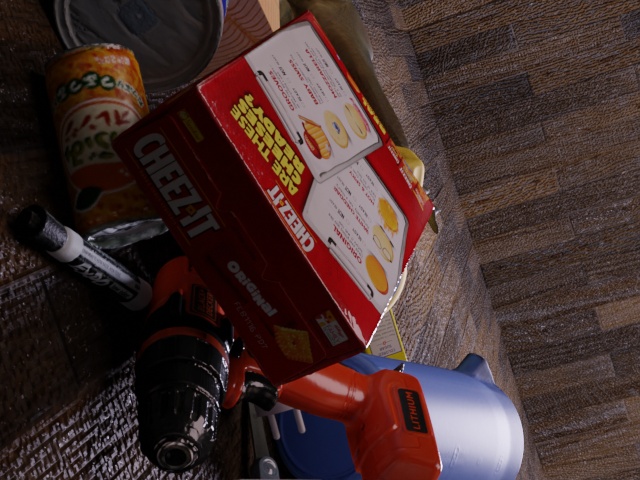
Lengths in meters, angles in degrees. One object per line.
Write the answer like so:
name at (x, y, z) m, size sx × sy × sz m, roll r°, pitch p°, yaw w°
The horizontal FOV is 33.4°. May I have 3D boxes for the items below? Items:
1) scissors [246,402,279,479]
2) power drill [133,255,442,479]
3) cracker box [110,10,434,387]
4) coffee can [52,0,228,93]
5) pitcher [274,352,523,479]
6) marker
scissors at (-0.024, 0.176, 0.740) m, size 0.096 × 0.016 × 0.201 m, roll 37°, pitch 28°, yaw -21°
power drill at (-0.021, 0.095, 0.625) m, size 0.187 × 0.057 × 0.184 m, roll 29°, pitch 23°, yaw -18°
cracker box at (-0.017, -0.036, 0.645) m, size 0.164 × 0.072 × 0.213 m, roll 57°, pitch 26°, yaw -11°
coffee can at (-0.108, -0.173, 0.698) m, size 0.140 × 0.103 × 0.103 m, roll -87°, pitch 156°, yaw -56°
pitcher at (0.064, 0.171, 0.894) m, size 0.242 × 0.145 × 0.149 m, roll 24°, pitch 42°, yaw -56°
marker at (-0.127, 0.011, 0.579) m, size 0.121 × 0.020 × 0.020 m, roll 49°, pitch 28°, yaw -61°
